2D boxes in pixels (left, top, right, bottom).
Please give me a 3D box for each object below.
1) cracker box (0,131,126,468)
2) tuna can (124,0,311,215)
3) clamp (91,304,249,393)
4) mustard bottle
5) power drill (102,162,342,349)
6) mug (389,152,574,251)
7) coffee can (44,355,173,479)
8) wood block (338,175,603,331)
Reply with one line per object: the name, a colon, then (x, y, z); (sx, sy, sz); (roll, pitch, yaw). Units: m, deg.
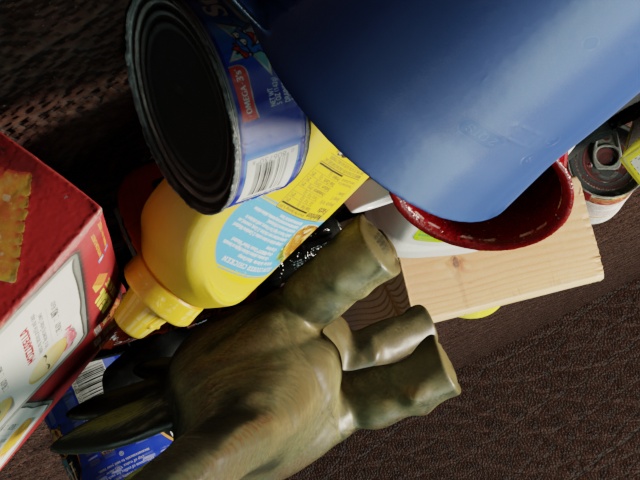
cracker box: (-0.180, 0.072, 0.469); (0.213, 0.072, 0.164); (-51, 173, -18)
tuna can: (-0.040, -0.055, 0.398); (0.033, 0.086, 0.086); (-21, 165, -27)
clamp: (-0.113, 0.060, 0.751); (0.120, 0.039, 0.171); (12, -153, 42)
mustard bottle: (-0.025, -0.026, 0.487); (0.192, 0.058, 0.096); (-46, 160, 11)
power drill: (-0.054, 0.001, 0.633); (0.184, 0.057, 0.188); (-22, 165, -19)
mug: (0.090, -0.061, 0.543); (0.093, 0.081, 0.117); (19, 143, -3)
coffee can: (-0.151, 0.146, 0.815); (0.102, 0.140, 0.103); (-25, 166, -7)
wood block: (0.115, 0.012, 0.842); (0.205, 0.091, 0.090); (-10, 174, -35)
